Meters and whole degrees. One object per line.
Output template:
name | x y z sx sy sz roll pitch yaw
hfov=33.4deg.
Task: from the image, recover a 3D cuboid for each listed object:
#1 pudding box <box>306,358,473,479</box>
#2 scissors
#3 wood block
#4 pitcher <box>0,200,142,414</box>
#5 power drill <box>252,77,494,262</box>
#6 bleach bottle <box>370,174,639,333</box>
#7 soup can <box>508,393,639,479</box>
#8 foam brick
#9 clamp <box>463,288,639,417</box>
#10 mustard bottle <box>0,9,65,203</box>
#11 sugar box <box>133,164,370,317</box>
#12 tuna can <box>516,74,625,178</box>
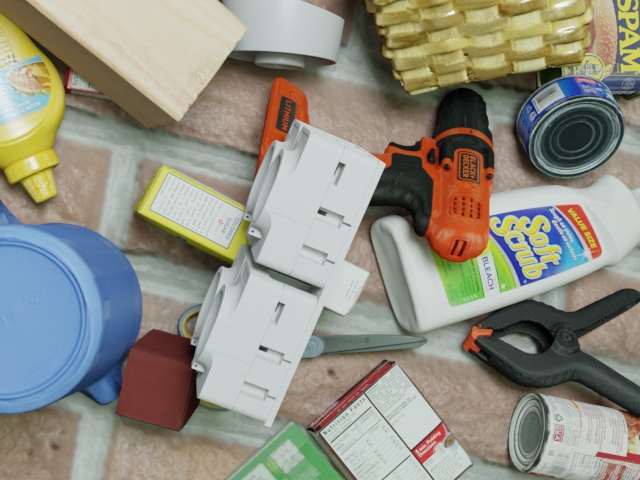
pudding box | 0.058 0.168 0.874 0.090 0.039 0.113 -39 95 -12
scissors | -0.020 0.102 0.860 0.201 0.016 0.096 14 89 -7
wood block | -0.166 -0.179 0.756 0.206 0.091 0.090 39 78 -19
pitcher | -0.196 0.040 0.710 0.149 0.243 0.145 14 86 -6
power drill | 0.047 -0.073 0.844 0.187 0.057 0.184 11 44 -2
bleach bottle | 0.174 -0.006 0.898 0.250 0.068 0.102 -18 94 -16
soup can | 0.219 0.170 0.899 0.102 0.069 0.068 13 85 -13
foam brick | -0.116 0.104 0.803 0.051 0.078 0.053 16 96 2
clamp | 0.208 0.081 0.908 0.171 0.039 0.120 14 50 -5
mustard bottle | -0.246 -0.117 0.798 0.096 0.058 0.191 -26 94 -16
sugar box | -0.056 0.001 0.823 0.176 0.093 0.048 30 86 -11
tuna can | 0.211 -0.095 0.899 0.086 0.034 0.086 -5 131 -6
